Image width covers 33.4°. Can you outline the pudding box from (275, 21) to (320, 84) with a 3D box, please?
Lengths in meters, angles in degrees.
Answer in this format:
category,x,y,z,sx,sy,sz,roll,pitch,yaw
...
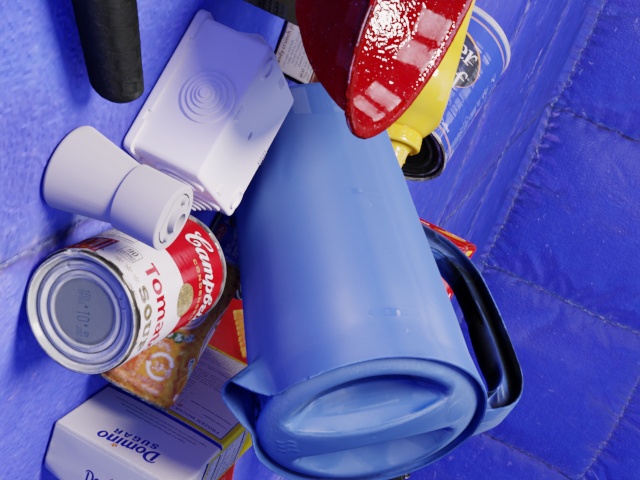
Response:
category,x,y,z,sx,sy,sz,roll,pitch,yaw
pudding box,0.015,-0.166,0.739,0.089,0.039,0.114,-36,149,-63

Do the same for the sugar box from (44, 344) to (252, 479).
category,x,y,z,sx,sy,sz,roll,pitch,yaw
sugar box,-0.101,0.127,0.734,0.176,0.093,0.048,-35,149,-63

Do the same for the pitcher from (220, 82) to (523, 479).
category,x,y,z,sx,sy,sz,roll,pitch,yaw
pitcher,0.019,0.019,0.665,0.149,0.145,0.243,50,21,-47

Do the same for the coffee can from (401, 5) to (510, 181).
category,x,y,z,sx,sy,sz,roll,pitch,yaw
coffee can,0.099,-0.140,0.983,0.140,0.103,0.103,-57,165,-27

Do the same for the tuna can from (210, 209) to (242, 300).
category,x,y,z,sx,sy,sz,roll,pitch,yaw
tuna can,-0.055,0.001,0.800,0.086,0.034,0.086,-58,166,-24

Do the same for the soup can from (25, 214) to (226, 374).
category,x,y,z,sx,sy,sz,roll,pitch,yaw
soup can,-0.104,0.026,0.582,0.102,0.068,0.068,-31,146,-66

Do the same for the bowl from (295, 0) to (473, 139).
category,x,y,z,sx,sy,sz,roll,pitch,yaw
bowl,0.034,-0.135,0.538,0.162,0.055,0.162,-53,163,-25
